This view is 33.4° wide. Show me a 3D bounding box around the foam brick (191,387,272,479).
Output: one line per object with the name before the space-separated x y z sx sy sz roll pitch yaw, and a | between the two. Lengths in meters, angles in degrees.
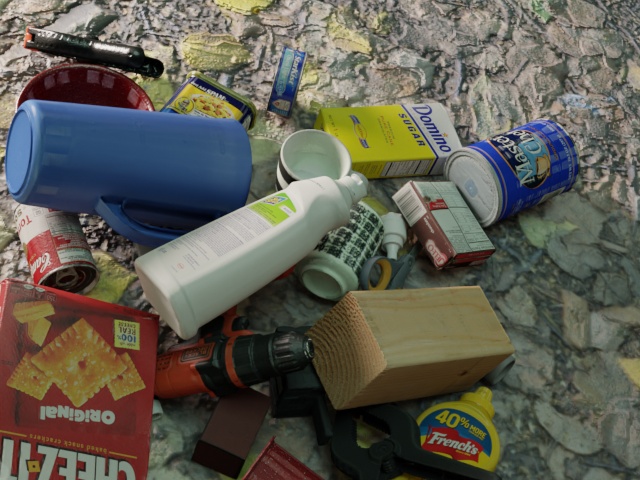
foam brick | -0.089 0.191 1.082 0.051 0.053 0.078 24 52 1

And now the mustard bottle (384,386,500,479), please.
mustard bottle | 0.134 0.226 1.118 0.096 0.058 0.191 25 51 18

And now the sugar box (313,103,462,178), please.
sugar box | 0.089 -0.127 1.363 0.176 0.048 0.093 -7 58 -19

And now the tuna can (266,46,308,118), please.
tuna can | -0.042 -0.201 1.352 0.033 0.086 0.086 15 53 -4

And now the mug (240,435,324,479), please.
mug | -0.037 0.248 1.044 0.081 0.093 0.117 36 17 4

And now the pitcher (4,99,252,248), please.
pitcher | -0.202 -0.072 1.136 0.242 0.145 0.149 5 8 -32

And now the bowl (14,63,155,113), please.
bowl | -0.275 -0.131 1.253 0.162 0.055 0.162 8 54 -11

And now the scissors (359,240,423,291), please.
scissors | 0.091 0.018 1.245 0.016 0.096 0.201 1 47 32

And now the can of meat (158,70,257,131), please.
can of meat | -0.142 -0.146 1.303 0.102 0.057 0.083 29 55 6

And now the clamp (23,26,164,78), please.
clamp | -0.277 -0.231 1.318 0.171 0.120 0.039 15 87 12

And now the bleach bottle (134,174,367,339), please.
bleach bottle | -0.057 0.001 1.087 0.250 0.068 0.103 -29 39 -20

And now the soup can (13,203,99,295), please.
soup can | -0.284 0.006 1.147 0.068 0.069 0.102 -12 60 -24

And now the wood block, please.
wood block | 0.095 0.110 1.124 0.205 0.091 0.090 1 54 -44

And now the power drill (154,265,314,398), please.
power drill | -0.080 0.077 1.105 0.185 0.057 0.187 -12 37 22

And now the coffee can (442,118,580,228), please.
coffee can | 0.240 -0.086 1.342 0.140 0.103 0.103 -22 64 -28

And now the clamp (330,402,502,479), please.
clamp | 0.060 0.226 1.061 0.164 0.036 0.210 -28 36 -15

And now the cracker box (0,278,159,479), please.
cracker box | -0.244 0.156 1.009 0.164 0.072 0.213 18 55 -29

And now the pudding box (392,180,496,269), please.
pudding box | 0.150 -0.020 1.289 0.089 0.039 0.113 -3 58 -49
